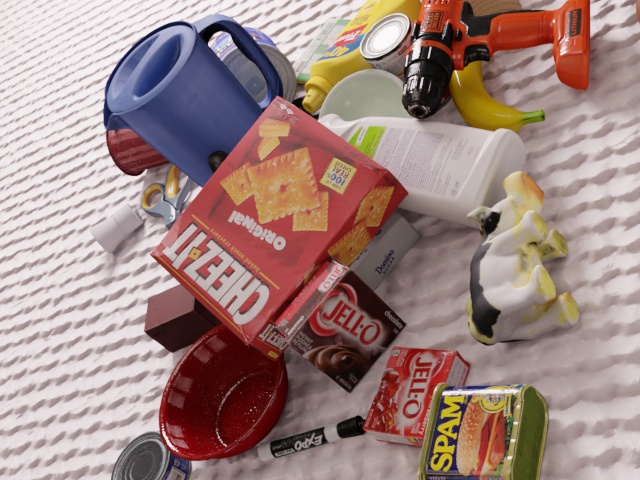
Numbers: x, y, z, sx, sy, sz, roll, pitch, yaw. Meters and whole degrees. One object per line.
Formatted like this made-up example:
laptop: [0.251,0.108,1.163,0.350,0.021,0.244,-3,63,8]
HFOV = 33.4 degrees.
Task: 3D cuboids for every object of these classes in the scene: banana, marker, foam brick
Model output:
banana: [0.176,-0.163,1.158,0.069,0.037,0.198,-24,41,0]
marker: [-0.007,0.190,1.023,0.121,0.020,0.020,-21,44,29]
foam brick: [-0.156,0.085,1.227,0.078,0.053,0.051,-23,43,26]

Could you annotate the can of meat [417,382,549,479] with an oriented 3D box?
can of meat: [0.136,0.168,0.881,0.084,0.057,0.102,-7,53,35]

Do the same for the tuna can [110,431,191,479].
tuna can: [-0.179,0.245,1.122,0.086,0.033,0.086,-25,43,25]

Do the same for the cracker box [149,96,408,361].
cracker box: [-0.044,-0.016,1.060,0.164,0.072,0.213,38,89,33]

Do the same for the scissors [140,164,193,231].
scissors: [-0.208,-0.023,1.401,0.096,0.016,0.201,-22,44,30]

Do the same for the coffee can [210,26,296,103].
coffee can: [-0.091,-0.211,1.360,0.103,0.102,0.140,-42,21,6]

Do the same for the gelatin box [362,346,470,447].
gelatin box: [0.087,0.141,0.970,0.073,0.030,0.089,0,57,42]

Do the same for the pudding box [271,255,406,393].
pudding box: [0.019,0.081,1.019,0.090,0.113,0.039,-49,44,-3]

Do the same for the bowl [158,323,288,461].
bowl: [-0.088,0.162,1.093,0.162,0.055,0.162,-25,43,25]

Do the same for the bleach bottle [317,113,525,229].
bleach bottle: [0.077,-0.088,1.102,0.251,0.068,0.102,19,78,33]

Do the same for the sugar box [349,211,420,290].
sugar box: [0.021,-0.014,1.158,0.093,0.048,0.176,-48,42,-3]

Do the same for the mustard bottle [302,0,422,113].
mustard bottle: [0.041,-0.221,1.264,0.191,0.058,0.096,-51,28,-22]

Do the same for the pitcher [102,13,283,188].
pitcher: [-0.116,-0.134,1.230,0.149,0.242,0.145,-11,50,36]

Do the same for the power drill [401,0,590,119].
power drill: [0.181,-0.193,1.097,0.188,0.057,0.184,3,51,15]

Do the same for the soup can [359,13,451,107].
soup can: [0.098,-0.197,1.202,0.069,0.102,0.068,-25,42,25]

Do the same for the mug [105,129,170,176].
mug: [-0.242,-0.148,1.466,0.082,0.117,0.093,-12,55,29]
